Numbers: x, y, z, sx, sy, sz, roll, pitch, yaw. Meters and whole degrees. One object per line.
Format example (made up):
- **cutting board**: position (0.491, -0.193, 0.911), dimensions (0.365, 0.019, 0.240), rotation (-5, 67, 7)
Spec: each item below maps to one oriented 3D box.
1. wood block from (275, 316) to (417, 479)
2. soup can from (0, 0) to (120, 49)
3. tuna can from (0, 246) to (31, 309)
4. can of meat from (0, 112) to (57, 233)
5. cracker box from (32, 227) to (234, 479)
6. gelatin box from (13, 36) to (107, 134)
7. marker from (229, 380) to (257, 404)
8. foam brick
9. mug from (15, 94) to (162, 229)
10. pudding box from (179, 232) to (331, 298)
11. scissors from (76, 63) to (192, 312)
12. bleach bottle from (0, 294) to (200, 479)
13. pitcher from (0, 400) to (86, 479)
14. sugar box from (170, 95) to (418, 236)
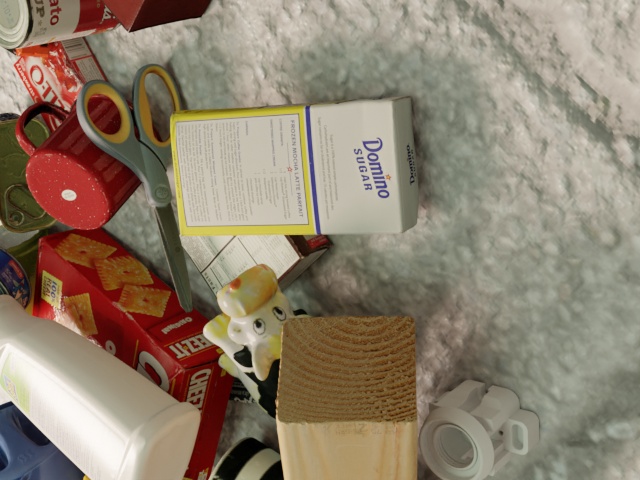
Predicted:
- **wood block**: position (0.023, 0.156, 0.750), dimensions (0.090, 0.091, 0.206), rotation (-1, 133, 4)
- **soup can**: position (-0.215, -0.195, 0.859), dimensions (0.069, 0.102, 0.068), rotation (16, 117, 35)
- **tuna can**: position (-0.309, 0.044, 0.968), dimensions (0.086, 0.033, 0.086), rotation (8, 123, 13)
- **can of meat**: position (-0.280, -0.065, 0.981), dimensions (0.084, 0.057, 0.102), rotation (24, 125, 61)
- **cracker box**: position (-0.177, 0.110, 0.958), dimensions (0.214, 0.071, 0.164), rotation (37, 127, 33)
- **gelatin box**: position (-0.225, -0.137, 0.940), dimensions (0.073, 0.030, 0.089), rotation (-32, 86, 43)
- **marker**: position (-0.058, 0.131, 0.917), dimensions (0.121, 0.020, 0.020), rotation (1, 108, 40)
- **foam brick**: position (-0.121, -0.197, 0.797), dimensions (0.053, 0.078, 0.051), rotation (49, 133, 14)
- **mug**: position (-0.199, -0.070, 0.884), dimensions (0.117, 0.081, 0.093), rotation (38, 136, -7)
- **pudding box**: position (-0.056, 0.001, 0.849), dimensions (0.090, 0.039, 0.114), rotation (55, 134, 8)
- **scissors**: position (-0.146, -0.045, 0.843), dimensions (0.016, 0.096, 0.202), rotation (-18, 71, 58)
- **bleach bottle**: position (-0.214, 0.113, 0.882), dimensions (0.251, 0.067, 0.103), rotation (34, 125, 25)
- **pitcher**: position (-0.272, 0.280, 1.077), dimensions (0.145, 0.149, 0.243), rotation (8, 125, 37)
- **sugar box**: position (-0.020, -0.052, 0.762), dimensions (0.176, 0.048, 0.093), rotation (0, 101, 22)
